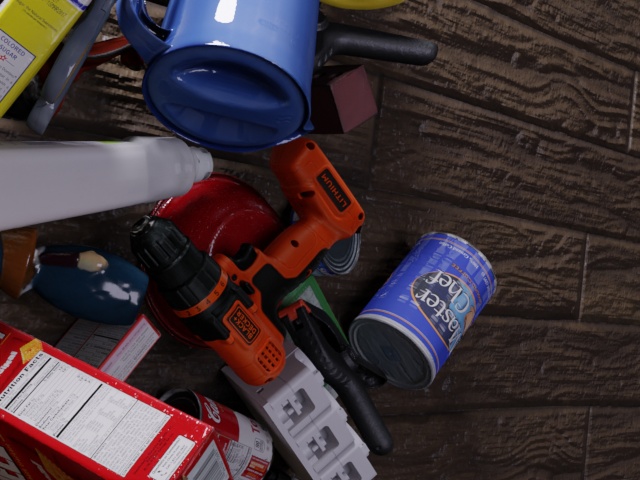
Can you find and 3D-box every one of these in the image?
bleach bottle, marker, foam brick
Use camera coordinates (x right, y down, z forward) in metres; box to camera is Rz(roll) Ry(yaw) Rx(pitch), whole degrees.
[{"bbox_3d":[-0.181,-0.049,0.817,0.250,0.103,0.068,-10,103,-45],"label":"bleach bottle"},{"bbox_3d":[-0.015,0.254,1.076,0.121,0.020,0.020,38,66,-41],"label":"marker"},{"bbox_3d":[0.005,-0.135,1.024,0.052,0.078,0.051,-36,119,-39],"label":"foam brick"}]

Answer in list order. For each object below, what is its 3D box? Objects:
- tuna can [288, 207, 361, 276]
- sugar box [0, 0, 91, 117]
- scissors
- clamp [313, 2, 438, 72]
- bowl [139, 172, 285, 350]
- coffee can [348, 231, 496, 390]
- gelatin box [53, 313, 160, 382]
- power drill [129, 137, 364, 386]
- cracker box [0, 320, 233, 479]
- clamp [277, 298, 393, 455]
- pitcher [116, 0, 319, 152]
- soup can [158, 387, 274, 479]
[{"bbox_3d":[0.005,-0.008,1.052,0.086,0.034,0.086,16,71,-56],"label":"tuna can"},{"bbox_3d":[-0.193,-0.148,0.716,0.048,0.093,0.176,41,88,-21],"label":"sugar box"},{"bbox_3d":[-0.154,-0.166,0.751,0.016,0.096,0.202,28,86,-14],"label":"scissors"},{"bbox_3d":[-0.013,-0.207,0.999,0.209,0.165,0.036,-18,152,-27],"label":"clamp"},{"bbox_3d":[-0.079,0.019,0.952,0.161,0.055,0.162,0,89,-41],"label":"bowl"},{"bbox_3d":[0.109,0.073,1.132,0.140,0.103,0.102,-49,125,-32],"label":"coffee can"},{"bbox_3d":[-0.181,0.095,0.849,0.089,0.073,0.030,-54,129,-29],"label":"gelatin box"},{"bbox_3d":[-0.056,0.001,0.897,0.187,0.057,0.184,-52,125,-25],"label":"power drill"},{"bbox_3d":[-0.157,0.159,0.749,0.072,0.214,0.164,-52,147,-31],"label":"cracker box"},{"bbox_3d":[0.020,0.119,1.048,0.171,0.039,0.120,56,10,-16],"label":"clamp"},{"bbox_3d":[-0.068,-0.209,0.877,0.149,0.145,0.242,80,15,-59],"label":"pitcher"},{"bbox_3d":[-0.098,0.179,0.948,0.102,0.069,0.068,34,69,-43],"label":"soup can"}]
